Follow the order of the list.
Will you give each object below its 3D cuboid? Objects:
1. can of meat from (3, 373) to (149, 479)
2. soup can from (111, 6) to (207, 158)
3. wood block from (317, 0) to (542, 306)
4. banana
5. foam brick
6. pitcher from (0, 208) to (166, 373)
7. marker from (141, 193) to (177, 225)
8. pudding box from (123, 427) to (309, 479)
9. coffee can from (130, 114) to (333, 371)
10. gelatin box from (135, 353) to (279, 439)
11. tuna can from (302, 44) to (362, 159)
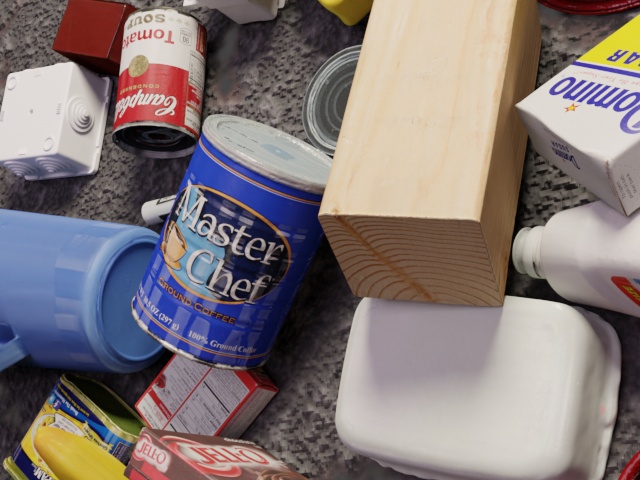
[{"bbox_3d":[-0.176,0.158,0.795,0.102,0.057,0.084,33,93,38],"label":"can of meat"},{"bbox_3d":[-0.126,-0.124,0.846,0.069,0.068,0.102,-9,69,32],"label":"soup can"},{"bbox_3d":[0.072,-0.074,0.632,0.090,0.090,0.206,3,58,20],"label":"wood block"},{"bbox_3d":[-0.125,0.206,0.720,0.037,0.069,0.198,-38,74,24],"label":"banana"},{"bbox_3d":[-0.179,-0.172,0.908,0.078,0.052,0.051,16,84,37],"label":"foam brick"},{"bbox_3d":[-0.235,0.045,0.826,0.243,0.144,0.149,3,85,33],"label":"pitcher"},{"bbox_3d":[-0.086,-0.033,0.818,0.121,0.020,0.020,-13,68,31],"label":"marker"},{"bbox_3d":[-0.054,0.157,0.675,0.090,0.113,0.039,27,91,37],"label":"pudding box"},{"bbox_3d":[-0.055,0.001,0.714,0.103,0.102,0.140,38,112,37],"label":"coffee can"},{"bbox_3d":[-0.083,0.113,0.762,0.089,0.030,0.073,-52,55,10],"label":"gelatin box"},{"bbox_3d":[0.030,-0.093,0.748,0.086,0.033,0.086,-12,68,32],"label":"tuna can"}]
